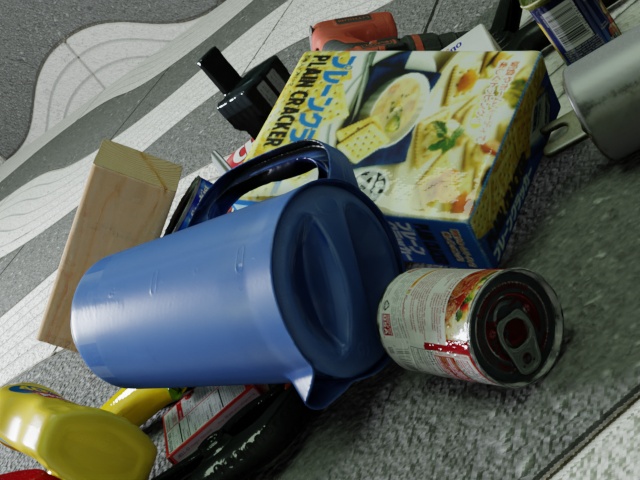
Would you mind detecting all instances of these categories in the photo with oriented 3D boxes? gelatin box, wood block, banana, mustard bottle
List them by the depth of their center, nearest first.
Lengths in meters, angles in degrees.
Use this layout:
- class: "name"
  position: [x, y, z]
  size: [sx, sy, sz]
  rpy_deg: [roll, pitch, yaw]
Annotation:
- class: "gelatin box"
  position: [-0.080, 0.134, 0.825]
  size: [0.089, 0.030, 0.073]
  rpy_deg: [-42, 20, 2]
- class: "mustard bottle"
  position: [-0.213, 0.150, 0.848]
  size: [0.192, 0.096, 0.058]
  rpy_deg: [3, 71, 54]
- class: "banana"
  position: [-0.169, 0.150, 0.913]
  size: [0.198, 0.037, 0.069]
  rpy_deg: [-40, 0, 33]
- class: "wood block"
  position: [-0.222, 0.012, 1.125]
  size: [0.091, 0.090, 0.206]
  rpy_deg: [-97, 28, -68]

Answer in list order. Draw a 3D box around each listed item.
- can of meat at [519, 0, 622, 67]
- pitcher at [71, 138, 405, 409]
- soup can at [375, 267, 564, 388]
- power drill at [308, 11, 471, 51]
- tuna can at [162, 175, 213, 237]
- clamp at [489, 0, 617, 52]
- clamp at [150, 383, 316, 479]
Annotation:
- class: "can of meat"
  position: [0.216, -0.195, 0.920]
  size: [0.057, 0.084, 0.102]
  rpy_deg: [-32, 20, 20]
- class: "pitcher"
  position: [-0.067, 0.034, 0.766]
  size: [0.243, 0.145, 0.149]
  rpy_deg: [-13, 22, 41]
- class: "soup can"
  position: [0.087, 0.050, 0.643]
  size: [0.068, 0.068, 0.102]
  rpy_deg: [-47, 20, -21]
- class: "power drill"
  position: [0.071, -0.207, 1.160]
  size: [0.184, 0.057, 0.188]
  rpy_deg: [-10, 20, -8]
- class: "tuna can"
  position: [-0.131, -0.022, 1.093]
  size: [0.086, 0.033, 0.086]
  rpy_deg: [-57, 14, 22]
- class: "clamp"
  position: [0.177, -0.188, 1.039]
  size: [0.210, 0.036, 0.165]
  rpy_deg: [-45, 26, -5]
- class: "clamp"
  position: [-0.068, 0.157, 0.734]
  size: [0.171, 0.039, 0.120]
  rpy_deg: [-40, 17, 0]
